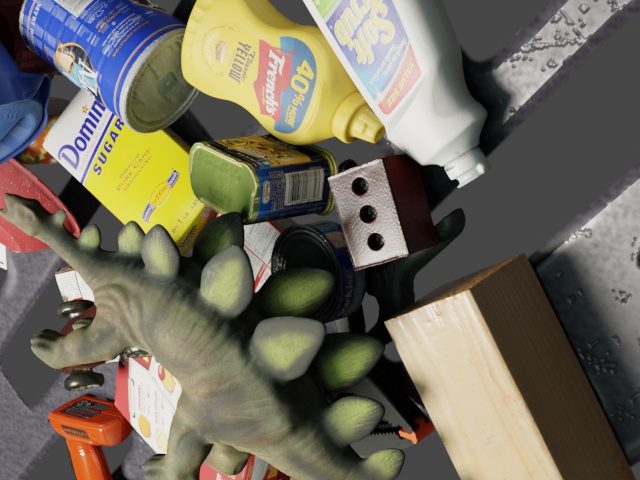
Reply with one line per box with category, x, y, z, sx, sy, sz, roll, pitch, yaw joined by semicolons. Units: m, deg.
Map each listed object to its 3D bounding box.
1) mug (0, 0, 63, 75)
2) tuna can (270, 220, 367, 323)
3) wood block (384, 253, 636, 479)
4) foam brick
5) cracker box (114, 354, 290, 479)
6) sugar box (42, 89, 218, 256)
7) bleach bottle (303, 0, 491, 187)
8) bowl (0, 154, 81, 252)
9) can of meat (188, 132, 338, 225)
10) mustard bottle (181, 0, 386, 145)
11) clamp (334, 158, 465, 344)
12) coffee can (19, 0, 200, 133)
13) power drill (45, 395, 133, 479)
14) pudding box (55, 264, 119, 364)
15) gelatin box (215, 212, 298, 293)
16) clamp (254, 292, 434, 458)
mug;-0.298;-0.202;1.041;0.117;0.081;0.093;14;115;34
tuna can;-0.001;0.027;0.885;0.086;0.033;0.086;15;110;45
wood block;0.147;0.127;0.814;0.090;0.090;0.206;-26;91;42
foam brick;0.049;-0.023;0.823;0.053;0.051;0.078;-18;88;34
cracker box;-0.107;0.142;1.004;0.214;0.071;0.164;38;129;39
sugar box;-0.171;-0.070;0.997;0.176;0.048;0.093;40;99;16
bleach bottle;0.057;-0.157;0.795;0.103;0.067;0.251;-31;89;41
bowl;-0.324;-0.038;1.089;0.162;0.055;0.162;33;160;14
can of meat;-0.049;-0.052;0.886;0.102;0.083;0.057;27;119;46
mustard bottle;-0.026;-0.133;0.871;0.192;0.058;0.096;34;120;23
clamp;0.042;0.019;0.890;0.120;0.039;0.172;38;120;29
coffee can;-0.182;-0.175;0.947;0.140;0.102;0.103;37;126;21
power drill;-0.229;0.274;1.188;0.185;0.057;0.188;6;110;37
pudding box;-0.223;0.073;1.119;0.090;0.039;0.113;-12;101;40
gelatin box;-0.056;0.001;0.965;0.089;0.030;0.073;41;126;19
clamp;0.006;0.131;0.961;0.210;0.036;0.164;8;112;40
